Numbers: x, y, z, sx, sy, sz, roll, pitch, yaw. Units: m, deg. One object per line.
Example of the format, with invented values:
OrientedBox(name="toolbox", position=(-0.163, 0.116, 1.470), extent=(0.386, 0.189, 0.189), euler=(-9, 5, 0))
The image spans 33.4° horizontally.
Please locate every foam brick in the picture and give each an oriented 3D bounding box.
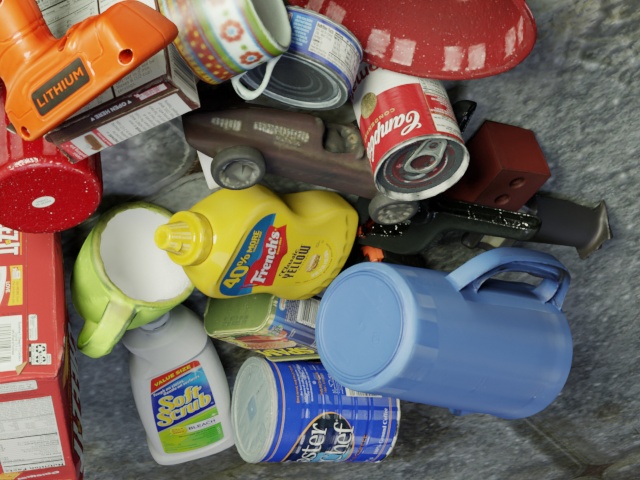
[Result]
OrientedBox(name="foam brick", position=(0.144, -0.053, 0.891), extent=(0.052, 0.051, 0.078), euler=(7, 140, -28))

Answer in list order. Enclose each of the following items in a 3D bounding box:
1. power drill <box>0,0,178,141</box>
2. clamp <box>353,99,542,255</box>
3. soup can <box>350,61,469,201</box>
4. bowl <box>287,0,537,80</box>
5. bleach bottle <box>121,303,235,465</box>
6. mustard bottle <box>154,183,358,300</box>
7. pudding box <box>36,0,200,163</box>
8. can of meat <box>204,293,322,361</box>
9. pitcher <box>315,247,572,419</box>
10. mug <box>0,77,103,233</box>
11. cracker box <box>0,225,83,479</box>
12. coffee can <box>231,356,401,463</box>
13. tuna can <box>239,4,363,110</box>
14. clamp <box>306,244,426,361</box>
OrientedBox(name="power drill", position=(-0.158, -0.158, 0.543), extent=(0.185, 0.057, 0.187), euler=(-28, 103, 36))
OrientedBox(name="clamp", position=(0.085, -0.043, 0.866), extent=(0.172, 0.120, 0.039), euler=(-13, -169, 36))
OrientedBox(name="soup can", position=(0.060, -0.089, 0.765), extent=(0.068, 0.102, 0.068), euler=(-10, 146, -7))
OrientedBox(name="bowl", position=(0.060, -0.163, 0.666), extent=(0.162, 0.055, 0.162), euler=(15, 164, 4))
OrientedBox(name="bleach bottle", position=(-0.147, 0.133, 1.045), extent=(0.102, 0.068, 0.251), euler=(-14, 144, -2))
OrientedBox(name="mustard bottle", position=(-0.055, 0.001, 0.842), extent=(0.191, 0.058, 0.096), euler=(4, 124, -51))
OrientedBox(name="pudding box", position=(-0.129, -0.115, 0.651), extent=(0.090, 0.113, 0.039), euler=(-23, 148, 13))
OrientedBox(name="can of meat", position=(-0.045, 0.072, 0.976), extent=(0.083, 0.057, 0.102), euler=(24, 157, -39))
OrientedBox(name="pitcher", position=(0.116, 0.079, 0.949), extent=(0.145, 0.149, 0.242), euler=(-6, 166, 41))
OrientedBox(name="mug", position=(-0.201, -0.063, 0.726), extent=(0.093, 0.081, 0.117), euler=(-32, 142, 25))
OrientedBox(name="cracker box", position=(-0.235, 0.093, 0.865), extent=(0.072, 0.164, 0.214), euler=(-5, 145, -10))
OrientedBox(name="coffee can", position=(-0.006, 0.170, 1.063), extent=(0.140, 0.103, 0.103), euler=(6, 141, -25))
OrientedBox(name="tuna can", position=(-0.017, -0.121, 0.716), extent=(0.086, 0.033, 0.086), euler=(16, 164, 5))
OrientedBox(name="clamp", position=(0.047, 0.061, 1.032), extent=(0.164, 0.036, 0.210), euler=(-17, 149, 4))
